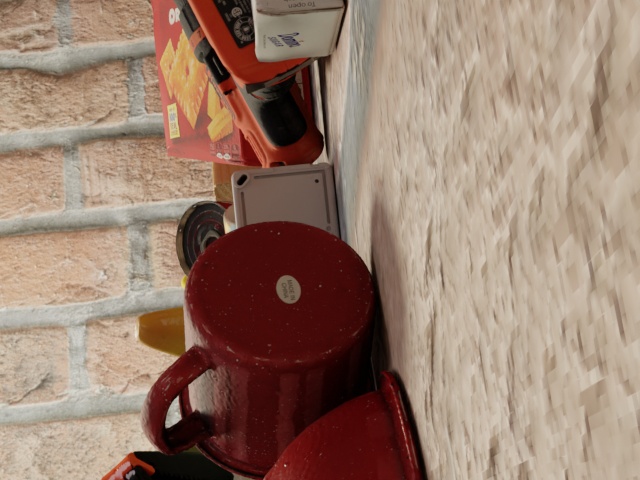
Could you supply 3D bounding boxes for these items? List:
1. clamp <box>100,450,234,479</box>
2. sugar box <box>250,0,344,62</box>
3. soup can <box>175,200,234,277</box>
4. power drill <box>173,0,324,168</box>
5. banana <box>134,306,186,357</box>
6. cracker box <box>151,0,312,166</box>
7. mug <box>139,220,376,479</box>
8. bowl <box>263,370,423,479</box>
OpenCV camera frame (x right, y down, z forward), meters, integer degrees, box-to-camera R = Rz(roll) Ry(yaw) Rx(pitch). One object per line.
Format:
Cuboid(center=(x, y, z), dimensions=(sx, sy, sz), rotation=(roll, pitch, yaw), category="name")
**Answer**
Cuboid(center=(-0.038, 0.191, 0.633), dimensions=(0.209, 0.036, 0.164), rotation=(35, -158, -32), category="clamp")
Cuboid(center=(-0.022, -0.181, 0.502), dimensions=(0.093, 0.048, 0.176), rotation=(127, 138, -86), category="sugar box")
Cuboid(center=(-0.056, 0.001, 0.852), dimensions=(0.102, 0.069, 0.068), rotation=(-4, -92, -51), category="soup can")
Cuboid(center=(-0.052, -0.136, 0.642), dimensions=(0.184, 0.057, 0.187), rotation=(59, 176, 5), category="power drill")
Cuboid(center=(-0.033, 0.079, 0.676), dimensions=(0.197, 0.070, 0.037), rotation=(40, -156, -51), category="banana")
Cuboid(center=(-0.079, -0.170, 0.851), dimensions=(0.164, 0.072, 0.214), rotation=(16, 114, 60), category="cracker box")
Cuboid(center=(-0.028, 0.051, 0.467), dimensions=(0.093, 0.117, 0.081), rotation=(46, 150, 31), category="mug")
Cuboid(center=(0.010, 0.133, 0.407), dimensions=(0.162, 0.055, 0.162), rotation=(173, 90, -88), category="bowl")
